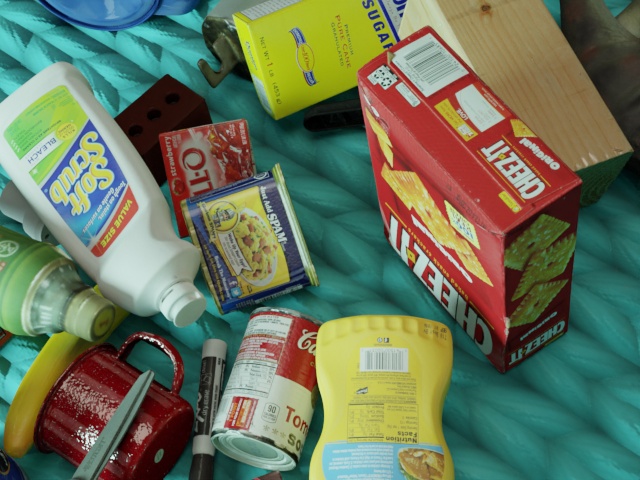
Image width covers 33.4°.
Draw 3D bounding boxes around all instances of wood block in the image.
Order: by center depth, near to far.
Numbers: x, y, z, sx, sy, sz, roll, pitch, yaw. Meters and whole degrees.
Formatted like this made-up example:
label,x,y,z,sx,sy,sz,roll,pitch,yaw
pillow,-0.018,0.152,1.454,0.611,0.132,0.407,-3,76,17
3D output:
label,x,y,z,sx,sy,sz,roll,pitch,yaw
wood block,0.151,-0.122,0.861,0.090,0.090,0.206,-19,68,-14

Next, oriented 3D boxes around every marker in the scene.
label,x,y,z,sx,sy,sz,roll,pitch,yaw
marker,-0.085,0.132,0.805,0.020,0.020,0.121,-1,59,7

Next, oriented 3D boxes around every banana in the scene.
label,x,y,z,sx,sy,sz,roll,pitch,yaw
banana,-0.187,0.082,0.825,0.037,0.070,0.197,45,62,-18

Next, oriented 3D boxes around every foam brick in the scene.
label,x,y,z,sx,sy,sz,roll,pitch,yaw
foam brick,-0.140,-0.095,0.933,0.053,0.051,0.078,36,69,25

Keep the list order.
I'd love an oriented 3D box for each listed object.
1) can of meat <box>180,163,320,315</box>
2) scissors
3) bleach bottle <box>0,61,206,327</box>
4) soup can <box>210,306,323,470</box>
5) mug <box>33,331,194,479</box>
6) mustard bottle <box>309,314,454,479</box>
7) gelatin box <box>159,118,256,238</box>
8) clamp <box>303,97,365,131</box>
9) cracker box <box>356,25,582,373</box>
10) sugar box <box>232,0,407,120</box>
label,x,y,z,sx,sy,sz,roll,pitch,yaw
can of meat,-0.055,0.001,0.844,0.084,0.057,0.102,-19,88,-1
scissors,-0.184,0.173,0.713,0.096,0.016,0.201,9,69,19
bleach bottle,-0.165,-0.031,0.837,0.102,0.068,0.251,-40,61,-8
soup can,-0.035,0.109,0.784,0.068,0.068,0.102,10,61,14
mug,-0.140,0.123,0.773,0.081,0.093,0.117,29,87,17
mustard bottle,0.041,0.146,0.715,0.096,0.058,0.191,1,59,3
gelatin box,-0.089,-0.051,0.886,0.073,0.030,0.089,-10,96,0
clamp,0.085,-0.102,0.915,0.171,0.039,0.120,-29,69,-10
cracker box,0.103,-0.021,0.759,0.072,0.213,0.164,-32,60,-10
sugar box,0.021,-0.182,0.928,0.176,0.093,0.048,-24,33,-11
